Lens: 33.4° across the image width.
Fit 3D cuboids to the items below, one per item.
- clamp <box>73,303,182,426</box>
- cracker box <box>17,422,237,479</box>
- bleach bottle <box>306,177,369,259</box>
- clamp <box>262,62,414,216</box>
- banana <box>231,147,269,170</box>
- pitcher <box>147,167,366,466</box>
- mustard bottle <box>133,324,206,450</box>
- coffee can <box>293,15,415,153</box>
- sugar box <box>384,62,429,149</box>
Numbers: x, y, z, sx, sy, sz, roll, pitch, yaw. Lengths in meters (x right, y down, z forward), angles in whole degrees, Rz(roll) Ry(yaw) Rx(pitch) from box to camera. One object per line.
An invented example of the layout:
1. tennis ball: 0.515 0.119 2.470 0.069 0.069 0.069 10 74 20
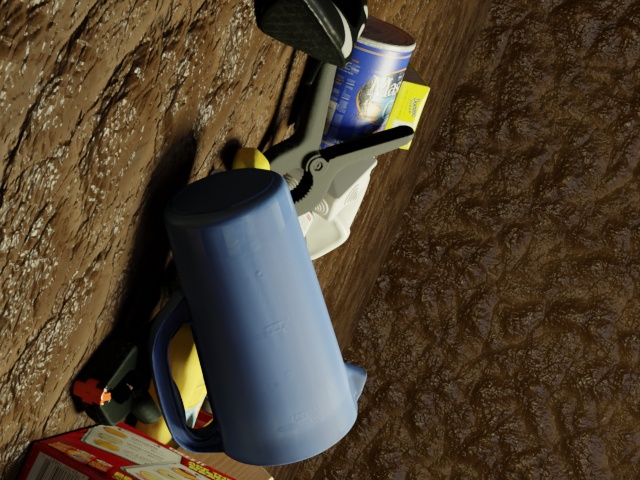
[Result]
1. clamp: -0.169 0.128 0.945 0.171 0.039 0.120 -30 129 -68
2. cracker box: -0.149 0.227 0.914 0.072 0.164 0.213 -65 171 -2
3. bleach bottle: 0.027 -0.073 1.498 0.103 0.068 0.250 -31 -163 36
4. clamp: -0.001 -0.088 1.165 0.164 0.036 0.210 30 103 -39
5. banana: -0.074 -0.044 1.082 0.198 0.037 0.069 96 8 -67
6. pitcher: -0.065 0.069 0.931 0.149 0.145 0.243 -48 130 -52
7. mustard bottle: -0.149 0.161 1.101 0.096 0.058 0.192 -30 142 -74
8. coffee can: 0.037 -0.177 1.215 0.102 0.103 0.140 -50 161 -63
9. sugar box: 0.096 -0.203 1.466 0.176 0.048 0.093 -106 -149 -60
